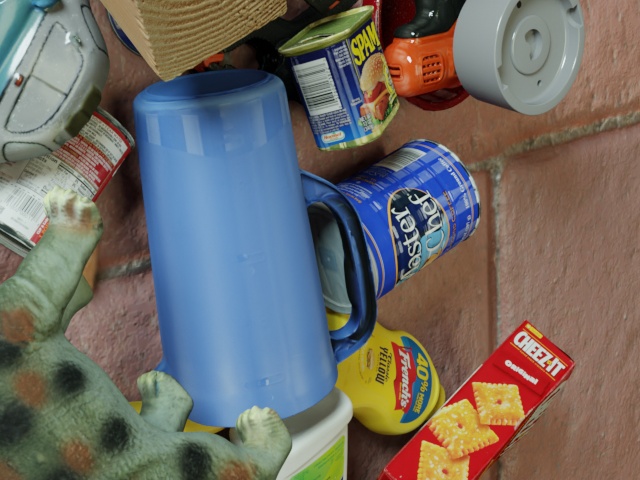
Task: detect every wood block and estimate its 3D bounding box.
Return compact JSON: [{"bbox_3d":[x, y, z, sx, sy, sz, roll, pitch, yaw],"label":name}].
[{"bbox_3d":[-0.115,-0.206,0.620,0.090,0.206,0.091,-33,157,-12],"label":"wood block"}]

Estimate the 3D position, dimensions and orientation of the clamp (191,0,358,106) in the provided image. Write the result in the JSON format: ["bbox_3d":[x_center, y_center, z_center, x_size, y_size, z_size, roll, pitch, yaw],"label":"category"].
[{"bbox_3d":[-0.027,-0.153,0.850,0.171,0.039,0.120,4,82,-42],"label":"clamp"}]

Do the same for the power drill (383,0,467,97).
[{"bbox_3d":[0.120,-0.221,0.880,0.184,0.057,0.188,-21,113,-39],"label":"power drill"}]

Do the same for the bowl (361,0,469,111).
[{"bbox_3d":[0.087,-0.196,0.934,0.161,0.055,0.162,-11,107,-41],"label":"bowl"}]

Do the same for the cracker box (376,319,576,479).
[{"bbox_3d":[0.132,0.195,0.998,0.213,0.072,0.164,-39,162,-30],"label":"cracker box"}]

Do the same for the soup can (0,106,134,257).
[{"bbox_3d":[-0.180,-0.042,0.711,0.068,0.069,0.102,45,69,-39],"label":"soup can"}]

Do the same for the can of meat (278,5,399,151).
[{"bbox_3d":[0.018,-0.123,0.810,0.102,0.058,0.084,-55,129,-60],"label":"can of meat"}]

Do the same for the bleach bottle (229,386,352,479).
[{"bbox_3d":[-0.017,0.242,0.903,0.102,0.068,0.251,-31,131,-36],"label":"bleach bottle"}]

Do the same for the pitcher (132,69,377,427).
[{"bbox_3d":[-0.055,0.001,0.785,0.149,0.145,0.243,-38,126,-56],"label":"pitcher"}]

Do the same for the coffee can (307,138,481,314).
[{"bbox_3d":[0.054,-0.014,0.912,0.140,0.103,0.103,-32,119,-35],"label":"coffee can"}]

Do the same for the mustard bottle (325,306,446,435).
[{"bbox_3d":[0.056,0.125,0.974,0.191,0.058,0.096,31,58,-44],"label":"mustard bottle"}]
